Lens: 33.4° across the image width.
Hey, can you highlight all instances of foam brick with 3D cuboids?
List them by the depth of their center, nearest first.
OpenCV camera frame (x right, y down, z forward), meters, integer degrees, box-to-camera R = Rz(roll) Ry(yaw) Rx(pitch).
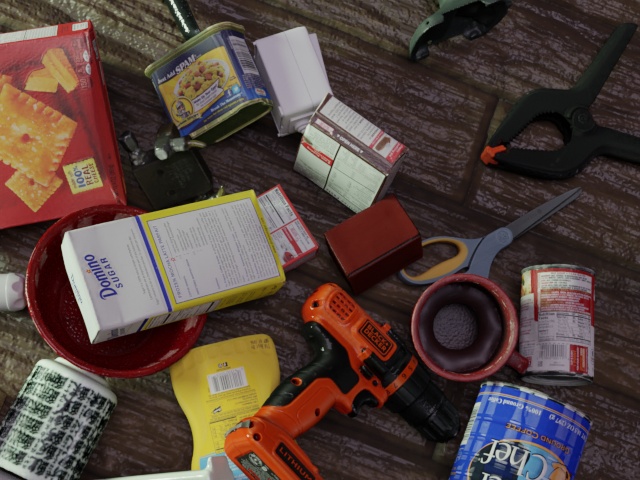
[{"bbox_3d":[0.049,0.005,0.988,0.078,0.053,0.051,-30,66,-6],"label":"foam brick"}]

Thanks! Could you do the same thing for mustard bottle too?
[{"bbox_3d":[-0.067,0.185,0.935,0.096,0.058,0.191,-13,76,-7],"label":"mustard bottle"}]

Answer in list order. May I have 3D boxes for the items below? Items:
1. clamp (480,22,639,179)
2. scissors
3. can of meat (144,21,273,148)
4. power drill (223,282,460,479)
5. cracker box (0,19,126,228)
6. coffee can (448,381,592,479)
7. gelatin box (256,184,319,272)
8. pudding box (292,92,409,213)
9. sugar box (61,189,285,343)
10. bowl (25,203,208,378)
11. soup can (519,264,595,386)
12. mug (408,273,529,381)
[{"bbox_3d":[0.255,-0.125,1.057,0.210,0.036,0.164,-13,77,-8],"label":"clamp"},{"bbox_3d":[0.173,0.018,1.022,0.201,0.016,0.096,-15,79,-8],"label":"scissors"},{"bbox_3d":[-0.103,-0.143,1.006,0.102,0.057,0.084,-27,80,23],"label":"can of meat"},{"bbox_3d":[0.020,0.153,0.920,0.184,0.057,0.187,44,52,-3],"label":"power drill"},{"bbox_3d":[-0.292,-0.095,0.947,0.213,0.072,0.164,-11,111,-9],"label":"cracker box"},{"bbox_3d":[0.165,0.207,0.926,0.103,0.103,0.140,22,74,1],"label":"coffee can"},{"bbox_3d":[-0.056,0.001,1.001,0.089,0.030,0.073,-30,78,-12],"label":"gelatin box"},{"bbox_3d":[0.025,-0.075,0.985,0.090,0.113,0.039,35,70,4],"label":"pudding box"},{"bbox_3d":[-0.126,0.021,0.926,0.176,0.048,0.093,-14,73,-24],"label":"sugar box"},{"bbox_3d":[-0.183,0.052,0.947,0.162,0.055,0.162,9,64,-19],"label":"bowl"},{"bbox_3d":[0.218,0.079,0.983,0.068,0.068,0.102,5,75,-4],"label":"soup can"},{"bbox_3d":[0.134,0.084,0.955,0.117,0.081,0.093,29,85,1],"label":"mug"}]
